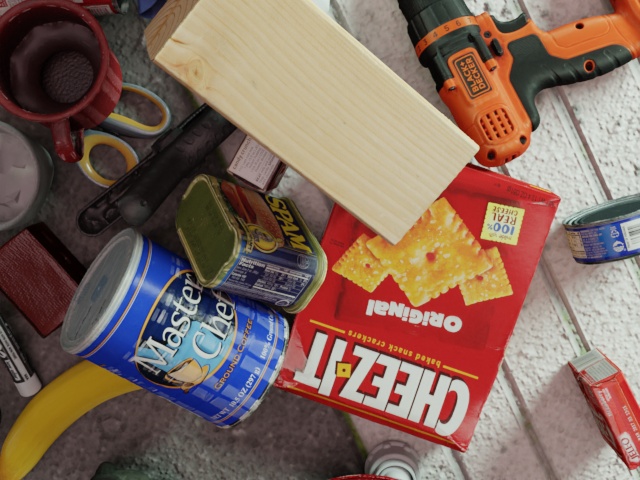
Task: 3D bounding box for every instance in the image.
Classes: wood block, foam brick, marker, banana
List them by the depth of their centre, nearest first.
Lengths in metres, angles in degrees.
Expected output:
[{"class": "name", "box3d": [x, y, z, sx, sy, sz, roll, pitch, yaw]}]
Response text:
[{"class": "wood block", "box3d": [-0.007, -0.100, 0.710, 0.206, 0.090, 0.091, 36, 101, -23]}, {"class": "marker", "box3d": [-0.258, 0.075, 0.857, 0.020, 0.020, 0.121, -17, 121, 4]}, {"class": "foam brick", "box3d": [-0.223, 0.030, 0.859, 0.051, 0.053, 0.078, -41, 94, 6]}, {"class": "banana", "box3d": [-0.189, 0.134, 0.876, 0.198, 0.037, 0.069, -25, 94, 5]}]

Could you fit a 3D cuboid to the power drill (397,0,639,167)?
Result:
[{"class": "power drill", "box3d": [0.164, -0.170, 0.812, 0.187, 0.057, 0.184, -25, 81, 4]}]

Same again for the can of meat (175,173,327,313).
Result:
[{"class": "can of meat", "box3d": [-0.055, 0.001, 0.809, 0.083, 0.102, 0.057, 17, 119, -37]}]

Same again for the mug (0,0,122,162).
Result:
[{"class": "mug", "box3d": [-0.195, -0.116, 0.810, 0.093, 0.081, 0.117, -12, 85, 1]}]

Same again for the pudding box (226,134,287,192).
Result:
[{"class": "pudding box", "box3d": [-0.027, -0.093, 0.819, 0.039, 0.090, 0.113, 27, 96, 0]}]

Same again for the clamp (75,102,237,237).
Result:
[{"class": "clamp", "box3d": [-0.118, -0.061, 0.825, 0.171, 0.120, 0.039, -47, 114, -32]}]

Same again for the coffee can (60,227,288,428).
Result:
[{"class": "coffee can", "box3d": [-0.110, 0.068, 0.810, 0.140, 0.103, 0.103, 32, 97, -24]}]

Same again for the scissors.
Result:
[{"class": "scissors", "box3d": [-0.222, -0.096, 0.863, 0.202, 0.016, 0.096, 8, 96, 2]}]

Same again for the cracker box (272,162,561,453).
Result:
[{"class": "cracker box", "box3d": [0.072, 0.037, 0.838, 0.164, 0.072, 0.214, 19, 97, 1]}]
